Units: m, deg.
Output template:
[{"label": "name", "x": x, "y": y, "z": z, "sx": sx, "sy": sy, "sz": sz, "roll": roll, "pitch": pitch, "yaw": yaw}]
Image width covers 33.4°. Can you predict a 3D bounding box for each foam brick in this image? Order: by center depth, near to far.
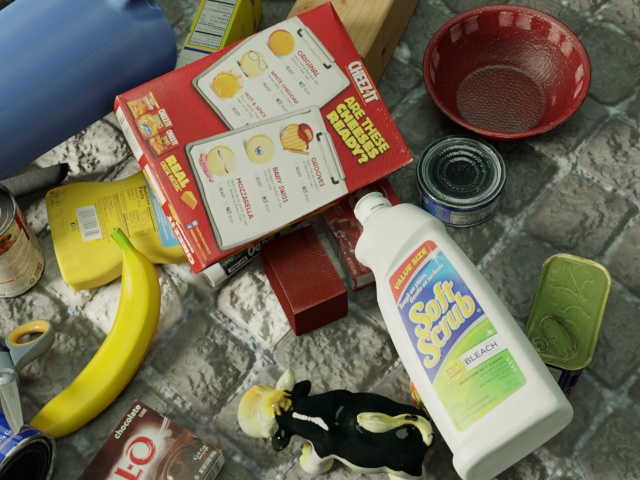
[{"label": "foam brick", "x": -0.014, "y": 0.036, "z": 0.952, "sx": 0.053, "sy": 0.051, "sz": 0.078, "roll": -22, "pitch": 62, "yaw": -10}]

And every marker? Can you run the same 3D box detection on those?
[{"label": "marker", "x": -0.056, "y": 0.001, "z": 0.993, "sx": 0.121, "sy": 0.020, "sz": 0.020, "roll": -37, "pitch": 65, "yaw": -17}]

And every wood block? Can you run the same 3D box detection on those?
[{"label": "wood block", "x": 0.042, "y": -0.246, "z": 1.087, "sx": 0.090, "sy": 0.091, "sz": 0.206, "roll": 19, "pitch": 63, "yaw": 13}]

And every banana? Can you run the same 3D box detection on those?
[{"label": "banana", "x": -0.186, "y": 0.091, "z": 0.929, "sx": 0.069, "sy": 0.037, "sz": 0.197, "roll": 21, "pitch": 75, "yaw": -2}]

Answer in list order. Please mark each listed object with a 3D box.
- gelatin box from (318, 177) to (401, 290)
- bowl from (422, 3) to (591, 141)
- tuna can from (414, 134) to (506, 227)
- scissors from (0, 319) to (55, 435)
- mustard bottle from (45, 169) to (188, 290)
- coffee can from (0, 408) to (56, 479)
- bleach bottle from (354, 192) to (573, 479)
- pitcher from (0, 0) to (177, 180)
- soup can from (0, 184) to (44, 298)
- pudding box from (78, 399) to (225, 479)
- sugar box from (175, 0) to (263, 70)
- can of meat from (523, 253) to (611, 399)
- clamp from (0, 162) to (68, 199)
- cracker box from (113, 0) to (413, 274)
[{"label": "gelatin box", "x": 0.046, "y": -0.008, "z": 0.986, "sx": 0.073, "sy": 0.030, "sz": 0.089, "roll": -20, "pitch": 62, "yaw": -8}, {"label": "bowl", "x": 0.180, "y": -0.153, "z": 1.046, "sx": 0.162, "sy": 0.055, "sz": 0.162, "roll": -1, "pitch": 60, "yaw": 2}, {"label": "tuna can", "x": 0.132, "y": -0.057, "z": 1.007, "sx": 0.086, "sy": 0.034, "sz": 0.086, "roll": -1, "pitch": 60, "yaw": 2}, {"label": "scissors", "x": -0.245, "y": 0.106, "z": 0.887, "sx": 0.096, "sy": 0.016, "sz": 0.202, "roll": -25, "pitch": 25, "yaw": -29}, {"label": "mustard bottle", "x": -0.151, "y": -0.023, "z": 0.988, "sx": 0.191, "sy": 0.058, "sz": 0.096, "roll": -15, "pitch": 71, "yaw": -5}, {"label": "coffee can", "x": -0.301, "y": 0.171, "z": 0.862, "sx": 0.140, "sy": 0.103, "sz": 0.102, "roll": 25, "pitch": 65, "yaw": 16}, {"label": "bleach bottle", "x": 0.093, "y": 0.063, "z": 0.861, "sx": 0.102, "sy": 0.068, "sz": 0.251, "roll": -36, "pitch": 58, "yaw": 6}, {"label": "pitcher", "x": -0.255, "y": -0.134, "z": 0.928, "sx": 0.145, "sy": 0.149, "sz": 0.242, "roll": 25, "pitch": 53, "yaw": 35}, {"label": "soup can", "x": -0.293, "y": 0.001, "z": 0.959, "sx": 0.068, "sy": 0.102, "sz": 0.068, "roll": -1, "pitch": 60, "yaw": 2}, {"label": "pudding box", "x": -0.144, "y": 0.201, "z": 0.873, "sx": 0.090, "sy": 0.039, "sz": 0.113, "roll": 27, "pitch": 65, "yaw": 18}, {"label": "sugar box", "x": -0.100, "y": -0.195, "z": 1.065, "sx": 0.048, "sy": 0.093, "sz": 0.176, "roll": 10, "pitch": 62, "yaw": 6}, {"label": "can of meat", "x": 0.202, "y": 0.076, "z": 0.898, "sx": 0.057, "sy": 0.084, "sz": 0.102, "roll": 16, "pitch": 62, "yaw": 11}, {"label": "clamp", "x": -0.324, "y": -0.043, "z": 1.011, "sx": 0.120, "sy": 0.039, "sz": 0.171, "roll": 30, "pitch": 84, "yaw": 4}, {"label": "cracker box", "x": -0.052, "y": -0.090, "z": 0.945, "sx": 0.213, "sy": 0.072, "sz": 0.164, "roll": -28, "pitch": 90, "yaw": -16}]
